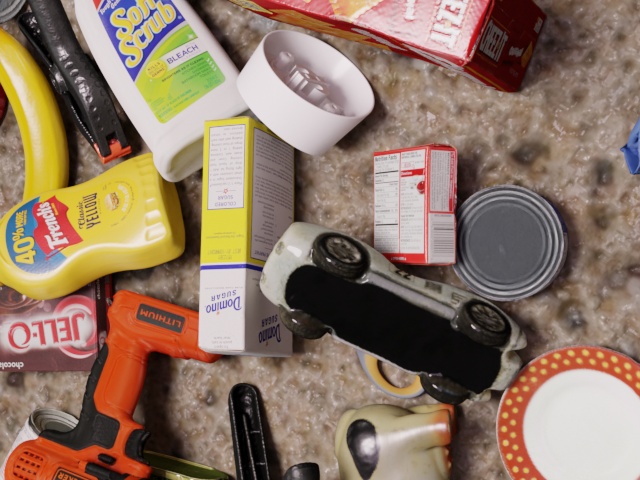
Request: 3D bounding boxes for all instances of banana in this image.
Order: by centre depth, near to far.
[{"bbox_3d":[-0.256,-0.091,0.933,0.069,0.037,0.198,-2,101,1],"label":"banana"}]

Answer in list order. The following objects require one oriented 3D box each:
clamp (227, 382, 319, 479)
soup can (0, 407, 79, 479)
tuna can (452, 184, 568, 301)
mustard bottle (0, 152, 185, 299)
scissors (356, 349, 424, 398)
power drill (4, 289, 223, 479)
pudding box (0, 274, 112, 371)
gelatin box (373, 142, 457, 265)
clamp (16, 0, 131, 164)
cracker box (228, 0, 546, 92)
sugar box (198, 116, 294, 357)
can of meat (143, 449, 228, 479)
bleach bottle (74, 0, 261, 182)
[{"bbox_3d":[-0.047,0.226,0.842,0.036,0.165,0.210,-1,111,-20],"label":"clamp"},{"bbox_3d":[-0.244,0.205,0.925,0.068,0.068,0.102,34,101,18],"label":"soup can"},{"bbox_3d":[0.140,0.002,0.795,0.086,0.033,0.086,0,90,21],"label":"tuna can"},{"bbox_3d":[-0.212,-0.002,0.891,0.192,0.058,0.096,-19,58,6],"label":"mustard bottle"},{"bbox_3d":[0.013,0.069,0.854,0.202,0.016,0.096,7,92,21],"label":"scissors"},{"bbox_3d":[-0.139,0.144,0.850,0.184,0.057,0.187,17,70,16],"label":"power drill"},{"bbox_3d":[-0.237,0.069,0.938,0.114,0.039,0.090,-3,88,21],"label":"pudding box"},{"bbox_3d":[0.071,-0.026,0.806,0.073,0.030,0.089,-1,88,60],"label":"gelatin box"},{"bbox_3d":[-0.211,-0.149,0.899,0.039,0.120,0.171,-32,81,-14],"label":"clamp"},{"bbox_3d":[0.038,-0.174,0.767,0.214,0.164,0.072,22,99,20],"label":"cracker box"},{"bbox_3d":[-0.056,0.001,0.828,0.048,0.093,0.176,0,81,22],"label":"sugar box"},{"bbox_3d":[-0.130,0.227,0.888,0.102,0.057,0.084,10,90,20],"label":"can of meat"},{"bbox_3d":[-0.156,-0.175,0.887,0.102,0.068,0.251,-34,75,-10],"label":"bleach bottle"}]
